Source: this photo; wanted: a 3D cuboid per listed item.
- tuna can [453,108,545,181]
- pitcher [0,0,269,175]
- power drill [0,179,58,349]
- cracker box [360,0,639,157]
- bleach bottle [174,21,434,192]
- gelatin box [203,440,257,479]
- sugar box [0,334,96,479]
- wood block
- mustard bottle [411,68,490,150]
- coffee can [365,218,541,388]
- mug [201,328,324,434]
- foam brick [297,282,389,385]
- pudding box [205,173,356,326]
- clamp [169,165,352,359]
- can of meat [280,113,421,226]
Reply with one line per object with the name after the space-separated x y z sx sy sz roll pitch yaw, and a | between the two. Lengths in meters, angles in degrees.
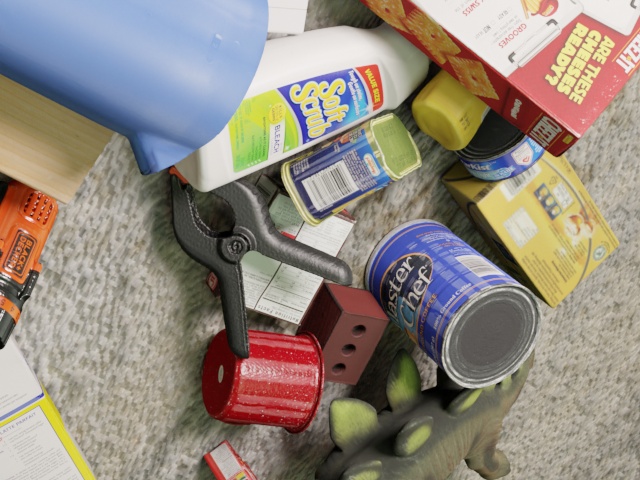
0.161 -0.094 0.950 0.086 0.086 0.033 -44 128 -2 | tuna can
-0.158 -0.161 0.640 0.242 0.149 0.145 24 122 -34 | pitcher
-0.283 0.002 0.733 0.187 0.057 0.184 39 50 -34 | power drill
0.155 -0.195 0.824 0.214 0.072 0.164 40 80 4 | cracker box
-0.002 -0.128 0.849 0.250 0.068 0.102 -25 138 -24 | bleach bottle
-0.067 0.241 1.006 0.030 0.073 0.089 -35 125 -8 | gelatin box
-0.262 0.156 0.879 0.093 0.048 0.176 -28 120 -13 | sugar box
-0.244 -0.119 0.721 0.205 0.090 0.091 30 98 -35 | wood block
0.155 -0.169 0.907 0.191 0.058 0.096 -52 170 -5 | mustard bottle
0.117 0.054 0.968 0.102 0.140 0.103 -12 119 -23 | coffee can
-0.059 0.129 0.953 0.081 0.093 0.117 11 138 -27 | mug
0.017 0.086 0.979 0.052 0.051 0.078 12 116 -29 | foam brick
-0.034 0.010 0.929 0.089 0.039 0.113 22 105 -34 | pudding box
-0.056 0.001 0.871 0.120 0.039 0.171 -29 103 1 | clamp
0.027 -0.060 0.870 0.084 0.102 0.057 -26 93 23 | can of meat
